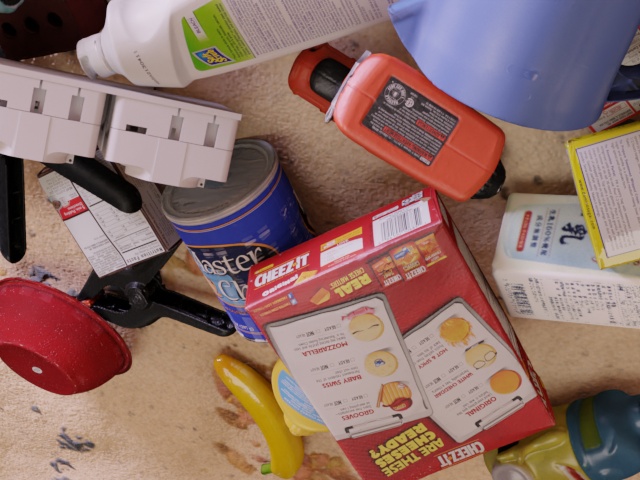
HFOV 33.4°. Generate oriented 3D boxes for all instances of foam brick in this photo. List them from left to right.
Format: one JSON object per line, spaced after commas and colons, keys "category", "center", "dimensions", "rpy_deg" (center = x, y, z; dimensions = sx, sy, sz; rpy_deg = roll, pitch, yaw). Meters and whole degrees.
{"category": "foam brick", "center": [-0.211, -0.177, 0.819], "dimensions": [0.078, 0.051, 0.053], "rpy_deg": [-6, 128, 25]}

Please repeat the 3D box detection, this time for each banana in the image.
{"category": "banana", "center": [-0.057, 0.194, 1.117], "dimensions": [0.070, 0.037, 0.198], "rpy_deg": [0, 131, 19]}

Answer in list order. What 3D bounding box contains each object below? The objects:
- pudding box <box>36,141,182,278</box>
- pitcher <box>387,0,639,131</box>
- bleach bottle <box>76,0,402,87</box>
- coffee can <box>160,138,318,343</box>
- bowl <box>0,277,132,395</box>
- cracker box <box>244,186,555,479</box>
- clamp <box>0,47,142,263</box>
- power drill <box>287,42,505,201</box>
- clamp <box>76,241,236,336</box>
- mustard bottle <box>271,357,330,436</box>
{"category": "pudding box", "center": [-0.184, -0.031, 0.939], "dimensions": [0.090, 0.039, 0.113], "rpy_deg": [-20, 110, 32]}
{"category": "pitcher", "center": [0.158, -0.191, 0.609], "dimensions": [0.145, 0.148, 0.243], "rpy_deg": [41, 130, 27]}
{"category": "bleach bottle", "center": [-0.053, -0.167, 0.721], "dimensions": [0.251, 0.068, 0.102], "rpy_deg": [-16, 136, 15]}
{"category": "coffee can", "center": [-0.056, 0.001, 0.892], "dimensions": [0.103, 0.102, 0.140], "rpy_deg": [-8, 128, 26]}
{"category": "bowl", "center": [-0.274, 0.108, 1.080], "dimensions": [0.162, 0.055, 0.162], "rpy_deg": [20, 147, 13]}
{"category": "cracker box", "center": [0.064, 0.082, 0.840], "dimensions": [0.164, 0.072, 0.213], "rpy_deg": [-25, 117, 15]}
{"category": "clamp", "center": [-0.263, -0.081, 0.903], "dimensions": [0.165, 0.036, 0.210], "rpy_deg": [-28, 102, 32]}
{"category": "power drill", "center": [0.065, -0.074, 0.733], "dimensions": [0.184, 0.188, 0.057], "rpy_deg": [29, 95, -9]}
{"category": "clamp", "center": [-0.158, 0.053, 1.017], "dimensions": [0.172, 0.039, 0.120], "rpy_deg": [-18, 105, 37]}
{"category": "mustard bottle", "center": [0.004, 0.131, 1.021], "dimensions": [0.096, 0.058, 0.192], "rpy_deg": [29, 135, 4]}
